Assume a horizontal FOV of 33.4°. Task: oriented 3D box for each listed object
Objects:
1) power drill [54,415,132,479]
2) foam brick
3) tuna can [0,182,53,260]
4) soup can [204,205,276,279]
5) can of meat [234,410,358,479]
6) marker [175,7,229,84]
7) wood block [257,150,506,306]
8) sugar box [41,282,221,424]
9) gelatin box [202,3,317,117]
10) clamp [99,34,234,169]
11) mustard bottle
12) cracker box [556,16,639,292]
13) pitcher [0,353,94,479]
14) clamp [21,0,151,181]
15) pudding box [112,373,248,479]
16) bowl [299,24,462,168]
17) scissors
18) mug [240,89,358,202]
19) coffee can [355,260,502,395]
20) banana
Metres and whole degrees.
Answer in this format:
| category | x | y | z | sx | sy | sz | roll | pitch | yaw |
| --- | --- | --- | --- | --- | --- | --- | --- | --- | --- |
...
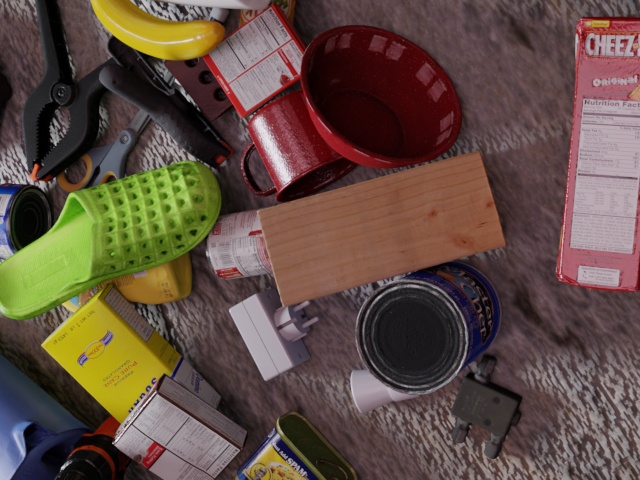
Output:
| category | x | y | z | sx | sy | sz | roll | pitch | yaw |
| --- | --- | --- | --- | --- | --- | --- | --- | --- | --- |
| power drill | -0.234 | 0.298 | 1.129 | 0.057 | 0.184 | 0.188 | 5 | 106 | 11 |
| foam brick | -0.110 | -0.167 | 1.079 | 0.053 | 0.051 | 0.078 | -39 | 97 | 15 |
| tuna can | -0.332 | -0.020 | 1.176 | 0.034 | 0.086 | 0.086 | 3 | 96 | 20 |
| soup can | -0.057 | 0.001 | 1.079 | 0.102 | 0.068 | 0.068 | -9 | 92 | 22 |
| can of meat | -0.027 | 0.243 | 1.098 | 0.102 | 0.057 | 0.084 | 45 | 111 | 12 |
| marker | -0.115 | -0.214 | 1.106 | 0.020 | 0.020 | 0.121 | 35 | 107 | 15 |
| wood block | 0.053 | -0.010 | 0.983 | 0.206 | 0.091 | 0.090 | -16 | 89 | 0 |
| sugar box | -0.199 | 0.140 | 1.132 | 0.093 | 0.048 | 0.176 | -39 | 100 | 20 |
| gelatin box | -0.057 | -0.172 | 1.025 | 0.089 | 0.030 | 0.073 | -33 | 92 | 12 |
| clamp | -0.157 | -0.133 | 1.072 | 0.171 | 0.120 | 0.039 | 43 | 111 | -14 |
| mustard bottle | -0.236 | 0.032 | 1.158 | 0.192 | 0.058 | 0.096 | -11 | 90 | 22 |
| cracker box | 0.247 | -0.074 | 0.899 | 0.072 | 0.164 | 0.214 | 5 | 98 | 19 |
| pitcher | -0.379 | 0.196 | 1.197 | 0.243 | 0.144 | 0.149 | 37 | 102 | 22 |
| clamp | -0.261 | -0.160 | 1.154 | 0.165 | 0.036 | 0.210 | 18 | 95 | 21 |
| pudding box | -0.145 | 0.205 | 1.108 | 0.113 | 0.039 | 0.090 | 36 | 112 | -11 |
| bowl | 0.049 | -0.123 | 0.999 | 0.162 | 0.161 | 0.055 | 47 | 143 | 11 |
| scissors | -0.228 | -0.113 | 1.162 | 0.096 | 0.016 | 0.202 | 28 | 105 | 17 |
| mug | -0.029 | -0.089 | 1.048 | 0.117 | 0.093 | 0.081 | -31 | 79 | 24 |
| coffee can | 0.103 | 0.077 | 0.984 | 0.103 | 0.140 | 0.103 | 2 | 97 | 21 |
| banana | -0.166 | -0.212 | 1.038 | 0.198 | 0.037 | 0.070 | 32 | 144 | 28 |
